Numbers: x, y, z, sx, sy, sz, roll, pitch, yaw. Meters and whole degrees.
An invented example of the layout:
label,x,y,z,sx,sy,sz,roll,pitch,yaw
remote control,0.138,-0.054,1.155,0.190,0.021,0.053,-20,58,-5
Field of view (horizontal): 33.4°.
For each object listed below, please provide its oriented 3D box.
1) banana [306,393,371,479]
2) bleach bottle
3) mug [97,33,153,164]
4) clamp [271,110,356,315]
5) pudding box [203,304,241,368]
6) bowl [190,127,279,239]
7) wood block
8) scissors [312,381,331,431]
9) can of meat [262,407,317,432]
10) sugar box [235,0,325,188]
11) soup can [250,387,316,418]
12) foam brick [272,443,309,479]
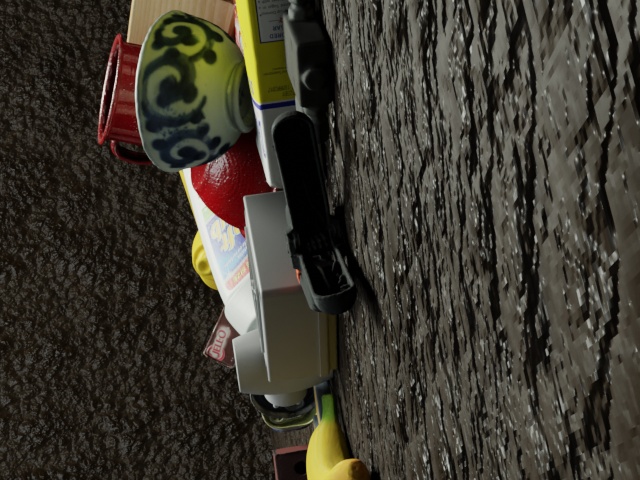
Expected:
label,x,y,z,sx,sy,sz,roll,pitch,yaw
banana,0.010,0.166,0.765,0.198,0.037,0.069,-142,43,-82
bleach bottle,-0.056,0.001,0.985,0.068,0.103,0.251,44,-162,-46
mug,-0.141,-0.110,0.900,0.093,0.081,0.117,-101,27,-48
clamp,-0.001,0.009,0.660,0.171,0.039,0.120,78,-177,-67
pudding box,-0.071,0.067,1.077,0.113,0.039,0.090,-64,-6,7
bowl,-0.074,-0.083,0.909,0.162,0.055,0.162,-171,90,-72
wood block,-0.120,-0.183,0.964,0.206,0.091,0.090,114,176,-54
scissors,0.012,0.180,0.871,0.202,0.016,0.096,-117,20,-72
can of meat,-0.035,0.142,1.076,0.084,0.057,0.102,97,164,-75
sugar box,-0.031,-0.132,0.718,0.093,0.048,0.176,-108,13,-60
soup can,-0.037,0.104,0.983,0.102,0.068,0.068,-105,9,-52
foam brick,-0.017,0.244,1.057,0.051,0.053,0.078,139,122,-83
